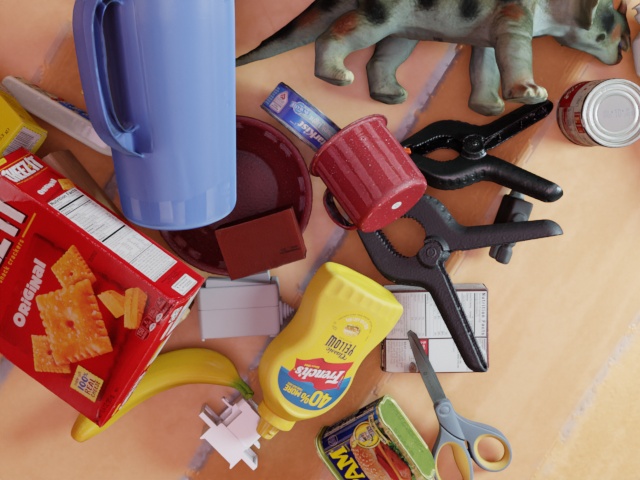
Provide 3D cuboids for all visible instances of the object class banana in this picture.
[{"bbox_3d":[-0.169,0.152,1.104,0.198,0.037,0.069,-16,53,8],"label":"banana"}]

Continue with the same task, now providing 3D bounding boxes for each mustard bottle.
[{"bbox_3d":[-0.007,0.120,1.066,0.096,0.058,0.192,26,105,-31],"label":"mustard bottle"}]

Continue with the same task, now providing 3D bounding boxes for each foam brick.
[{"bbox_3d":[-0.057,0.001,1.033,0.078,0.051,0.053,-16,97,1],"label":"foam brick"}]

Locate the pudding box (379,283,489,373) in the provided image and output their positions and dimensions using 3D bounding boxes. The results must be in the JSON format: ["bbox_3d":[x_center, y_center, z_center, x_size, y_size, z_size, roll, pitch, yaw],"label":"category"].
[{"bbox_3d":[0.118,0.091,1.108,0.113,0.039,0.090,-1,96,-2],"label":"pudding box"}]

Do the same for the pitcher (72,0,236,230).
[{"bbox_3d":[-0.142,-0.133,0.951,0.149,0.145,0.243,-9,114,-15],"label":"pitcher"}]

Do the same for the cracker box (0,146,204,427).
[{"bbox_3d":[-0.239,0.044,0.984,0.213,0.072,0.164,36,115,2],"label":"cracker box"}]

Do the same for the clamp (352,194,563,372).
[{"bbox_3d":[0.124,0.007,1.061,0.210,0.036,0.164,38,99,20],"label":"clamp"}]

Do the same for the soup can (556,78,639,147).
[{"bbox_3d":[0.277,-0.125,1.051,0.068,0.102,0.068,0,97,0],"label":"soup can"}]

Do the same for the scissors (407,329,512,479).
[{"bbox_3d":[0.147,0.176,1.106,0.096,0.016,0.202,-10,111,-4],"label":"scissors"}]

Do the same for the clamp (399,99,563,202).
[{"bbox_3d":[0.160,-0.080,1.067,0.171,0.039,0.120,-11,53,4],"label":"clamp"}]

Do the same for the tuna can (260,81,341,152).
[{"bbox_3d":[-0.017,-0.119,1.060,0.086,0.086,0.034,39,93,-4],"label":"tuna can"}]

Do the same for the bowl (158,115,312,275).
[{"bbox_3d":[-0.088,-0.047,1.082,0.162,0.055,0.162,0,96,0],"label":"bowl"}]

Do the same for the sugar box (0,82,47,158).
[{"bbox_3d":[-0.349,-0.124,1.037,0.176,0.048,0.093,43,95,26],"label":"sugar box"}]

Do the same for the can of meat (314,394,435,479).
[{"bbox_3d":[0.058,0.220,1.101,0.084,0.057,0.102,-33,96,22],"label":"can of meat"}]

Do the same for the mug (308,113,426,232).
[{"bbox_3d":[0.043,-0.055,1.042,0.081,0.093,0.117,55,130,17],"label":"mug"}]
